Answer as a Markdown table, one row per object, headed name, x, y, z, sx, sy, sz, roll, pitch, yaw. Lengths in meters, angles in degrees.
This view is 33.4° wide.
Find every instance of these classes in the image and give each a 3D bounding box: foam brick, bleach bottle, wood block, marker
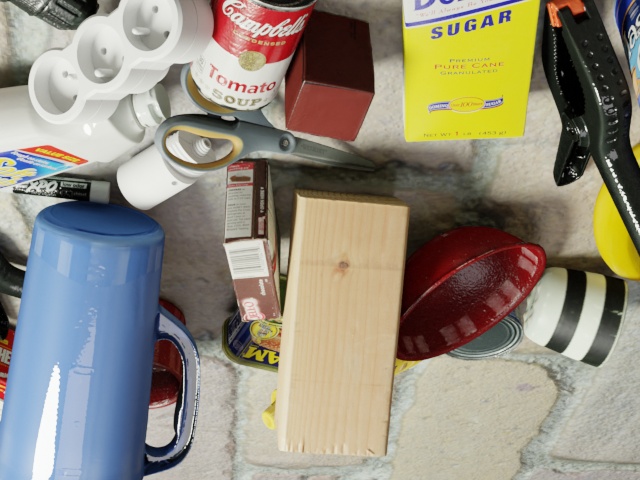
| name | x | y | z | sx | sy | sz | roll | pitch | yaw |
| --- | --- | --- | --- | --- | --- | --- | --- | --- | --- |
| foam brick | 0.005 | -0.117 | 0.761 | 0.053 | 0.078 | 0.051 | 10 | 139 | -13 |
| bleach bottle | -0.238 | -0.080 | 0.811 | 0.251 | 0.068 | 0.102 | -12 | 159 | 12 |
| wood block | 0.016 | 0.066 | 0.889 | 0.090 | 0.090 | 0.206 | 5 | 97 | -5 |
| marker | -0.238 | -0.046 | 0.897 | 0.121 | 0.020 | 0.020 | 6 | 142 | -8 |

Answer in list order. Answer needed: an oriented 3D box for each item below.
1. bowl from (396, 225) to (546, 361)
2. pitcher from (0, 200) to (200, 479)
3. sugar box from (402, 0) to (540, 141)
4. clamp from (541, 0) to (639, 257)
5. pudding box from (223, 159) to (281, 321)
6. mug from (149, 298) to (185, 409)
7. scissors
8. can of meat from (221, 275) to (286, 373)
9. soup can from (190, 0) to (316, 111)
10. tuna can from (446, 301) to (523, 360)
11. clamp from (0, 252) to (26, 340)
| name | x | y | z | sx | sy | sz | roll | pitch | yaw |
| --- | --- | --- | --- | --- | --- | --- | --- | --- | --- |
| bowl | 0.119 | 0.037 | 0.948 | 0.162 | 0.055 | 0.162 | -24 | 151 | -15 |
| pitcher | -0.192 | 0.096 | 0.919 | 0.145 | 0.149 | 0.243 | 22 | 109 | 32 |
| sugar box | 0.104 | -0.146 | 0.751 | 0.093 | 0.048 | 0.176 | -3 | 143 | 3 |
| clamp | 0.197 | -0.088 | 0.787 | 0.036 | 0.165 | 0.210 | -25 | 117 | -4 |
| pudding box | -0.056 | 0.001 | 0.902 | 0.039 | 0.090 | 0.113 | -3 | 141 | 1 |
| mug | -0.174 | 0.115 | 1.053 | 0.093 | 0.081 | 0.117 | -2 | 142 | 2 |
| scissors | -0.035 | -0.095 | 0.828 | 0.201 | 0.016 | 0.096 | -6 | 106 | -34 |
| can of meat | -0.033 | 0.082 | 1.034 | 0.102 | 0.057 | 0.084 | 16 | 136 | -20 |
| soup can | -0.046 | -0.146 | 0.732 | 0.068 | 0.068 | 0.102 | 11 | 141 | -15 |
| tuna can | 0.156 | 0.083 | 1.053 | 0.086 | 0.033 | 0.086 | 0 | 142 | 0 |
| clamp | -0.301 | 0.033 | 0.982 | 0.120 | 0.039 | 0.171 | -17 | 139 | 18 |
